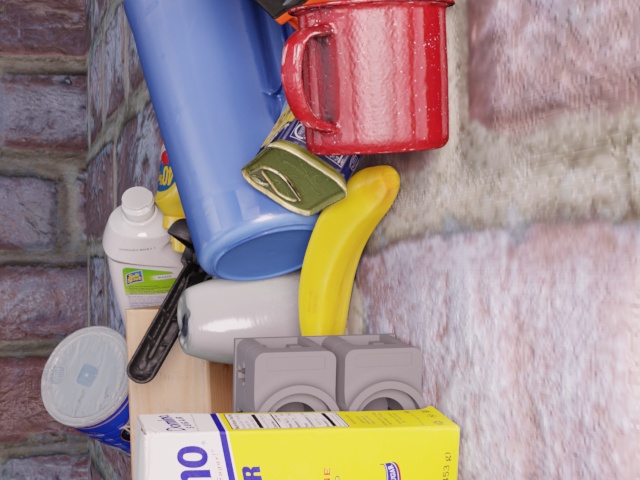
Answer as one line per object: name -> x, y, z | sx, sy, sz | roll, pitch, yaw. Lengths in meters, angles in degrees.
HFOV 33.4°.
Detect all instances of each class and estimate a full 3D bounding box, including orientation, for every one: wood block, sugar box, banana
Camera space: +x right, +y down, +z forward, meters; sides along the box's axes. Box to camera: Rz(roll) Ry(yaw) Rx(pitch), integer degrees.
wood block -> -0.124, 0.166, 1.025 | 0.090, 0.090, 0.206 | -1, -91, -67
sugar box -> -0.014, 0.143, 0.589 | 0.048, 0.176, 0.093 | -160, 71, -72
banana -> 0.016, 0.017, 0.736 | 0.070, 0.037, 0.198 | 47, 139, 38

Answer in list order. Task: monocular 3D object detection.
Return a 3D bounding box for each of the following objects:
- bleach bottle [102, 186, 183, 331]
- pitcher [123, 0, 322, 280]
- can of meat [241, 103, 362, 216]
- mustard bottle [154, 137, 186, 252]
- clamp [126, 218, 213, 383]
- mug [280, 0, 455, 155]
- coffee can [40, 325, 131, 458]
bleach bottle -> -0.162, 0.037, 1.095 | 0.251, 0.102, 0.068 | 89, 172, -51
pitcher -> -0.060, -0.102, 0.813 | 0.149, 0.145, 0.243 | 62, -169, -68
can of meat -> 0.001, -0.071, 0.691 | 0.084, 0.057, 0.102 | -60, 11, -16
mustard bottle -> -0.119, -0.084, 0.985 | 0.096, 0.058, 0.191 | -170, 84, -67
clamp -> -0.106, 0.024, 0.940 | 0.165, 0.036, 0.209 | -66, -6, 25
mug -> 0.023, -0.089, 0.589 | 0.093, 0.117, 0.081 | 3, 99, 39
coffee can -> -0.203, 0.159, 1.090 | 0.140, 0.103, 0.103 | 50, -155, -57
